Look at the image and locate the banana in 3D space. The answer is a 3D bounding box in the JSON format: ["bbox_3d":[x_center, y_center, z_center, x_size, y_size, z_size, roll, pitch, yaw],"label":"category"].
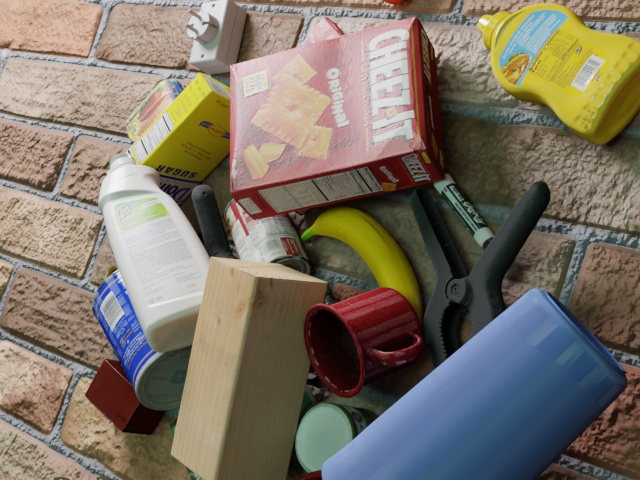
[{"bbox_3d":[0.051,0.016,1.094,0.198,0.037,0.070,43,128,43],"label":"banana"}]

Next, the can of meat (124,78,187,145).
[{"bbox_3d":[-0.193,-0.140,1.336,0.102,0.057,0.084,-44,49,18],"label":"can of meat"}]

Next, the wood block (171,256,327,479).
[{"bbox_3d":[-0.072,0.129,1.060,0.090,0.090,0.206,19,99,52],"label":"wood block"}]

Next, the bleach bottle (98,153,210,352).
[{"bbox_3d":[-0.178,-0.001,1.170,0.102,0.068,0.251,-18,55,-11],"label":"bleach bottle"}]

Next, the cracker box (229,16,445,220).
[{"bbox_3d":[0.012,-0.125,1.101,0.214,0.072,0.164,-12,62,20],"label":"cracker box"}]

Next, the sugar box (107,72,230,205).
[{"bbox_3d":[-0.163,-0.112,1.277,0.176,0.093,0.048,-46,51,18],"label":"sugar box"}]

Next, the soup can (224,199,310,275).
[{"bbox_3d":[-0.058,0.001,1.164,0.069,0.068,0.102,-40,53,21],"label":"soup can"}]

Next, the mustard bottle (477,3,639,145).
[{"bbox_3d":[0.218,-0.171,1.008,0.192,0.058,0.096,41,100,41],"label":"mustard bottle"}]

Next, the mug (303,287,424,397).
[{"bbox_3d":[0.050,0.094,1.010,0.117,0.081,0.093,9,113,55],"label":"mug"}]

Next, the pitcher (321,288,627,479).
[{"bbox_3d":[0.126,0.152,0.882,0.243,0.144,0.149,-45,64,10],"label":"pitcher"}]

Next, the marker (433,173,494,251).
[{"bbox_3d":[0.147,-0.019,1.036,0.020,0.020,0.121,-45,51,17],"label":"marker"}]

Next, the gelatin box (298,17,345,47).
[{"bbox_3d":[0.000,-0.198,1.216,0.089,0.030,0.073,-47,51,16],"label":"gelatin box"}]

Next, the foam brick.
[{"bbox_3d":[-0.223,0.181,1.236,0.078,0.051,0.053,36,98,32],"label":"foam brick"}]

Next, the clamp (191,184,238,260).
[{"bbox_3d":[-0.110,0.033,1.198,0.039,0.120,0.171,-17,73,-9],"label":"clamp"}]

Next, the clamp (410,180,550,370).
[{"bbox_3d":[0.144,0.042,0.986,0.165,0.036,0.210,-11,73,50],"label":"clamp"}]

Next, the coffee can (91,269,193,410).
[{"bbox_3d":[-0.186,0.107,1.207,0.103,0.102,0.140,-50,50,14],"label":"coffee can"}]
